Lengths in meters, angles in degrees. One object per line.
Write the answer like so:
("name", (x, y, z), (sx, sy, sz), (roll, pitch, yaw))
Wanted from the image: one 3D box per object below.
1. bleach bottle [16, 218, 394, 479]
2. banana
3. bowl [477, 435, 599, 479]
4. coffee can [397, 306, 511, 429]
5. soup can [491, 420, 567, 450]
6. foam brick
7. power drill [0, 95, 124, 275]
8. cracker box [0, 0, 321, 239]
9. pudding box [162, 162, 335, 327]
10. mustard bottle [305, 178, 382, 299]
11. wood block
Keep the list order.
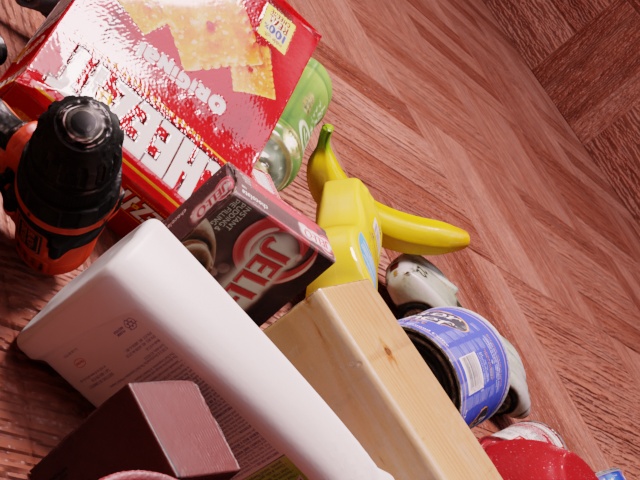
("bleach bottle", (-0.040, 0.109, 0.577), (0.250, 0.103, 0.068), (48, 37, -11))
("banana", (0.052, -0.028, 0.984), (0.197, 0.070, 0.037), (34, 37, -30))
("bowl", (0.173, 0.203, 0.758), (0.162, 0.055, 0.162), (44, 27, -30))
("coffee can", (0.079, 0.108, 0.819), (0.103, 0.103, 0.140), (55, 21, 13))
("soup can", (0.164, 0.192, 0.900), (0.068, 0.069, 0.102), (57, 22, 17))
("foam brick", (-0.088, 0.109, 0.506), (0.051, 0.078, 0.053), (10, 44, -58))
("power drill", (-0.177, -0.073, 0.547), (0.057, 0.185, 0.187), (-41, 88, -26))
("cracker box", (-0.107, -0.116, 0.735), (0.164, 0.072, 0.213), (41, 52, -22))
("pudding box", (-0.061, 0.016, 0.670), (0.090, 0.114, 0.039), (35, 26, -34))
("mustard bottle", (0.020, 0.029, 0.875), (0.191, 0.058, 0.096), (-83, 166, -62))
("wood block", (0.040, 0.135, 0.667), (0.206, 0.090, 0.090), (57, 21, 11))
